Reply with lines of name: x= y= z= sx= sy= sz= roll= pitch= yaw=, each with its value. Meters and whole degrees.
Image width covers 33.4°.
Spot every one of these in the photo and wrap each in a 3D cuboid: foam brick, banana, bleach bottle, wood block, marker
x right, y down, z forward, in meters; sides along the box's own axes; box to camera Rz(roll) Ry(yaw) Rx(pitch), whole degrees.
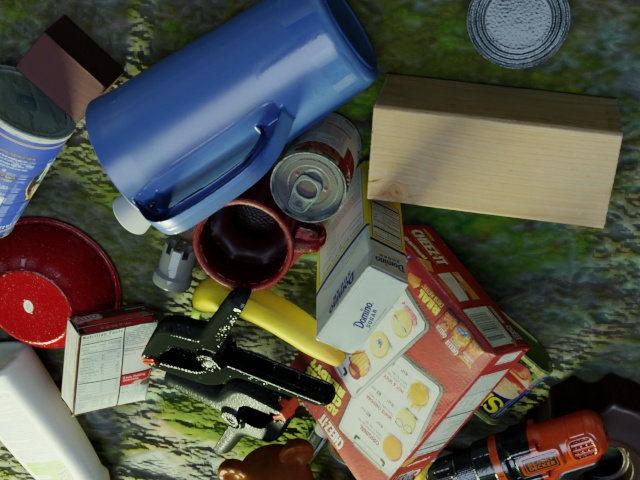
foam brick: x=-0.235 y=-0.160 z=1.000 sx=0.078 sy=0.053 sz=0.051 roll=43 pitch=118 yaw=-12
banana: x=-0.061 y=0.072 z=1.062 sx=0.198 sy=0.037 sz=0.069 roll=16 pitch=149 yaw=35
bleach bottle: x=-0.317 y=0.231 z=1.225 sx=0.103 sy=0.068 sz=0.251 roll=-7 pitch=121 yaw=31
wood block: x=0.152 y=-0.081 z=0.940 sx=0.206 sy=0.090 sz=0.091 roll=7 pitch=119 yaw=9
marker: x=-0.018 y=0.244 z=1.193 sx=0.020 sy=0.020 sz=0.121 roll=27 pitch=120 yaw=-4

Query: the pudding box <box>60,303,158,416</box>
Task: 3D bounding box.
pudding box: x=-0.225 y=0.127 z=1.136 sx=0.089 sy=0.039 sz=0.113 roll=-8 pitch=124 yaw=-32

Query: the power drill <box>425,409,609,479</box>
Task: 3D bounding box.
power drill: x=0.219 y=0.267 z=1.066 sx=0.185 sy=0.057 sz=0.187 roll=-21 pitch=112 yaw=19

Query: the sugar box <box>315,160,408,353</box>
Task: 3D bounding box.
sugar box: x=0.035 y=0.012 z=0.963 sx=0.048 sy=0.176 sz=0.093 roll=24 pitch=122 yaw=-18

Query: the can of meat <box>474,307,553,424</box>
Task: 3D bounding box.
can of meat: x=0.168 y=0.121 z=1.066 sx=0.102 sy=0.057 sz=0.084 roll=39 pitch=116 yaw=-10

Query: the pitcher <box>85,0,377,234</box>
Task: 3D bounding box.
pitcher: x=-0.073 y=-0.118 z=0.933 sx=0.243 sy=0.144 sz=0.149 roll=-30 pitch=91 yaw=18

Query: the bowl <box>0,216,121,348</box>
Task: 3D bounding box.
bowl: x=-0.296 y=0.058 z=1.131 sx=0.162 sy=0.055 sz=0.162 roll=5 pitch=118 yaw=10

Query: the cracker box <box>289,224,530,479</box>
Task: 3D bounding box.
cracker box: x=0.078 y=0.116 z=1.030 sx=0.164 sy=0.071 sz=0.214 roll=52 pitch=125 yaw=29

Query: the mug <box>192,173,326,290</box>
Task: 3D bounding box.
mug: x=-0.052 y=-0.011 z=0.991 sx=0.117 sy=0.081 sz=0.093 roll=5 pitch=117 yaw=7

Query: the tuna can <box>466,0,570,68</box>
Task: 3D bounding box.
tuna can: x=0.168 y=-0.192 z=0.908 sx=0.086 sy=0.033 sz=0.086 roll=5 pitch=119 yaw=9

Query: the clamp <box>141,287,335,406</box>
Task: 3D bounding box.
clamp: x=-0.104 y=0.101 z=1.047 sx=0.210 sy=0.036 sz=0.164 roll=0 pitch=137 yaw=34

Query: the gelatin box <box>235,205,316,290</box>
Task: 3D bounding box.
gelatin box: x=-0.057 y=0.001 z=1.063 sx=0.073 sy=0.030 sz=0.089 roll=38 pitch=119 yaw=-10

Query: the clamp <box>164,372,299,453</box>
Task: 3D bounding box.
clamp: x=-0.085 y=0.188 z=1.140 sx=0.172 sy=0.039 sz=0.120 roll=2 pitch=133 yaw=43

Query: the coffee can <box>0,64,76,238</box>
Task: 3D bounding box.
coffee can: x=-0.313 y=-0.084 z=1.029 sx=0.102 sy=0.102 sz=0.140 roll=35 pitch=120 yaw=-8

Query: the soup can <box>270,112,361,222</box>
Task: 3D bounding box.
soup can: x=-0.002 y=-0.069 z=0.971 sx=0.068 sy=0.102 sz=0.068 roll=5 pitch=119 yaw=9
